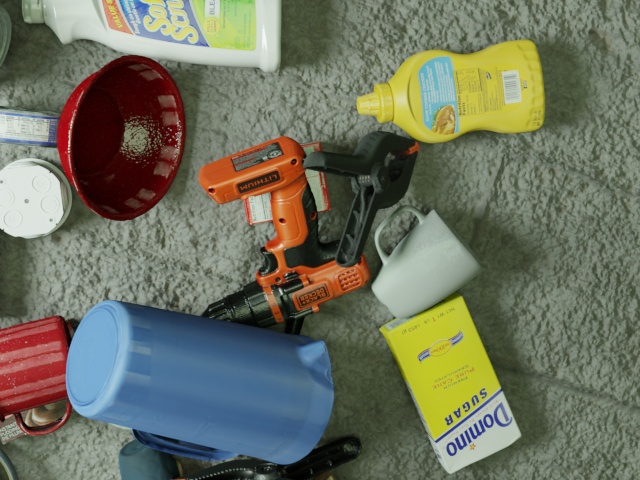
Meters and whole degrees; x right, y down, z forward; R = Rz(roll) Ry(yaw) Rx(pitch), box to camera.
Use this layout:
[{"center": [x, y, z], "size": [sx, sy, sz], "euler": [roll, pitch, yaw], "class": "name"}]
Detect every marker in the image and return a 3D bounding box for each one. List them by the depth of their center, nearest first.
[{"center": [-0.037, 0.132, 1.139], "size": [0.020, 0.020, 0.121], "euler": [12, 95, -9], "class": "marker"}]

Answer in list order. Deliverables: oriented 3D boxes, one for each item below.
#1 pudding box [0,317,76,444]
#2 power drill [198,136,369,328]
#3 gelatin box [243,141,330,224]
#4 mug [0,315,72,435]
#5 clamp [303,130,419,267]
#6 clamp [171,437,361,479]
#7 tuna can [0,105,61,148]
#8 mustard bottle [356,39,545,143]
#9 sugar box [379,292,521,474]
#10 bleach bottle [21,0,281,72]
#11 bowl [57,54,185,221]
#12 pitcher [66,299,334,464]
[{"center": [-0.292, 0.143, 1.093], "size": [0.113, 0.039, 0.090], "euler": [-25, 98, -5], "class": "pudding box"}, {"center": [-0.057, 0.001, 1.077], "size": [0.184, 0.057, 0.187], "euler": [-22, 122, -4], "class": "power drill"}, {"center": [-0.039, -0.060, 1.111], "size": [0.089, 0.030, 0.073], "euler": [-11, 99, -6], "class": "gelatin box"}, {"center": [-0.276, 0.131, 1.031], "size": [0.081, 0.093, 0.117], "euler": [-14, 99, -10], "class": "mug"}, {"center": [0.043, -0.067, 1.065], "size": [0.171, 0.039, 0.120], "euler": [-53, 134, -41], "class": "clamp"}, {"center": [-0.047, 0.250, 1.078], "size": [0.210, 0.164, 0.036], "euler": [-6, 102, -8], "class": "clamp"}, {"center": [-0.290, -0.111, 1.041], "size": [0.086, 0.086, 0.034], "euler": [5, 97, -9], "class": "tuna can"}, {"center": [0.133, -0.151, 1.110], "size": [0.191, 0.058, 0.096], "euler": [-8, 96, -7], "class": "mustard bottle"}, {"center": [0.142, 0.153, 1.154], "size": [0.093, 0.048, 0.176], "euler": [-26, 98, -5], "class": "sugar box"}, {"center": [-0.166, -0.220, 1.059], "size": [0.250, 0.068, 0.102], "euler": [0, 96, -6], "class": "bleach bottle"}, {"center": [-0.204, -0.103, 1.043], "size": [0.055, 0.161, 0.162], "euler": [13, 96, 32], "class": "bowl"}, {"center": [-0.121, 0.141, 1.029], "size": [0.242, 0.145, 0.149], "euler": [19, 81, -38], "class": "pitcher"}]
